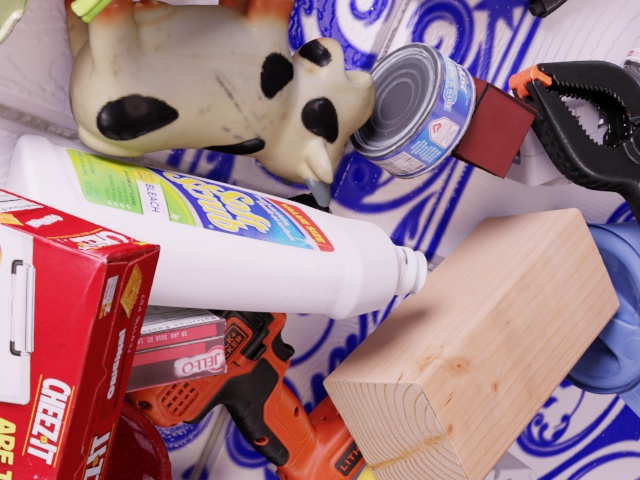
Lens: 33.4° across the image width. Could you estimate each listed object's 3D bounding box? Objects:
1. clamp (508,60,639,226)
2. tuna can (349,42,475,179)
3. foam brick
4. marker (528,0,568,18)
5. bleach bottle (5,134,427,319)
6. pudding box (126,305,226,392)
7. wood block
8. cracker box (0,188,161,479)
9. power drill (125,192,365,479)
[{"bbox_3d":[0.221,-0.057,0.757,0.209,0.036,0.164,21,72,-21],"label":"clamp"},{"bbox_3d":[0.058,-0.086,0.701,0.033,0.086,0.086,28,93,-34],"label":"tuna can"},{"bbox_3d":[0.097,-0.084,0.731,0.052,0.078,0.051,23,96,-34],"label":"foam brick"},{"bbox_3d":[0.201,-0.197,0.785,0.121,0.020,0.020,-34,123,-16],"label":"marker"},{"bbox_3d":[-0.054,0.001,0.633,0.250,0.103,0.068,8,117,-25],"label":"bleach bottle"},{"bbox_3d":[-0.118,0.052,0.629,0.089,0.114,0.039,-7,110,-30],"label":"pudding box"},{"bbox_3d":[0.112,0.071,0.745,0.205,0.091,0.090,-42,113,-36],"label":"wood block"},{"bbox_3d":[-0.201,0.048,0.525,0.072,0.214,0.164,-24,131,-72],"label":"cracker box"},{"bbox_3d":[-0.020,0.083,0.739,0.184,0.057,0.187,-48,124,-8],"label":"power drill"}]
